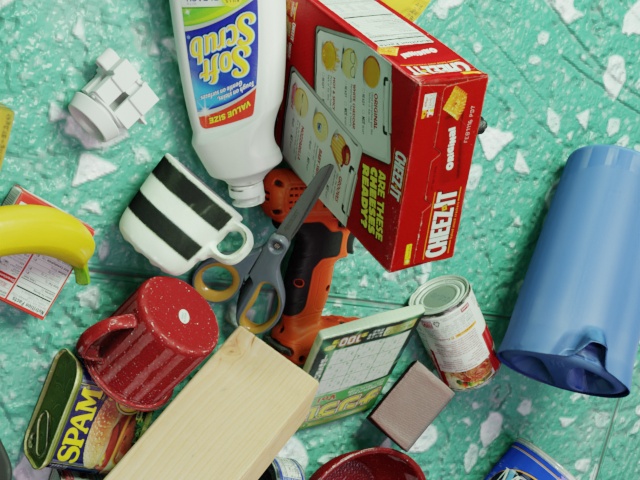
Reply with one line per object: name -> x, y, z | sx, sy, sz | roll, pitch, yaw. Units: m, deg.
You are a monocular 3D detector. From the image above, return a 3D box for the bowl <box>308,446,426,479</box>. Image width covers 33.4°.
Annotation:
bowl -> 0.031, 0.277, 1.094 | 0.161, 0.055, 0.162 | -9, 109, -27

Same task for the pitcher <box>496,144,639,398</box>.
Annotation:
pitcher -> 0.274, 0.032, 1.097 | 0.144, 0.149, 0.242 | 36, 67, -44

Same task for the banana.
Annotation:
banana -> -0.236, 0.006, 0.800 | 0.197, 0.037, 0.070 | 1, 104, -54

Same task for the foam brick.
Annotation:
foam brick -> 0.090, 0.168, 1.086 | 0.051, 0.053, 0.078 | 40, 81, 4

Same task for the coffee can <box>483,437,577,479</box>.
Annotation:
coffee can -> 0.214, 0.303, 1.177 | 0.140, 0.103, 0.102 | -48, 121, -8

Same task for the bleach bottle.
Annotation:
bleach bottle -> -0.068, -0.150, 0.891 | 0.103, 0.068, 0.251 | -2, 112, 12

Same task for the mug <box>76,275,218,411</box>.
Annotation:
mug -> -0.148, 0.082, 0.892 | 0.117, 0.093, 0.082 | 12, 135, -45

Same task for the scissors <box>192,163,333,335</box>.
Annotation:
scissors -> -0.056, 0.001, 0.924 | 0.096, 0.016, 0.202 | 19, 127, 4

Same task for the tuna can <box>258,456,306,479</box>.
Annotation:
tuna can -> -0.049, 0.249, 1.023 | 0.033, 0.086, 0.086 | 18, 95, -31

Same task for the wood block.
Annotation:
wood block -> -0.102, 0.188, 0.921 | 0.205, 0.091, 0.090 | -49, 167, -30

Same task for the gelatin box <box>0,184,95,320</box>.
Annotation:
gelatin box -> -0.240, 0.010, 0.877 | 0.073, 0.030, 0.089 | 32, 88, -34

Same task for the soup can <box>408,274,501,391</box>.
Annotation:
soup can -> 0.137, 0.094, 1.091 | 0.068, 0.069, 0.102 | -34, 118, -16

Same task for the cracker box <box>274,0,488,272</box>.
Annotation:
cracker box -> 0.040, -0.101, 0.871 | 0.072, 0.214, 0.164 | -12, 127, -26

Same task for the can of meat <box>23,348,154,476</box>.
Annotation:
can of meat -> -0.198, 0.153, 0.929 | 0.083, 0.058, 0.102 | 19, 96, -35

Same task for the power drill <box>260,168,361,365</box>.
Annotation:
power drill -> 0.023, 0.018, 1.013 | 0.184, 0.057, 0.188 | -3, 104, -28
